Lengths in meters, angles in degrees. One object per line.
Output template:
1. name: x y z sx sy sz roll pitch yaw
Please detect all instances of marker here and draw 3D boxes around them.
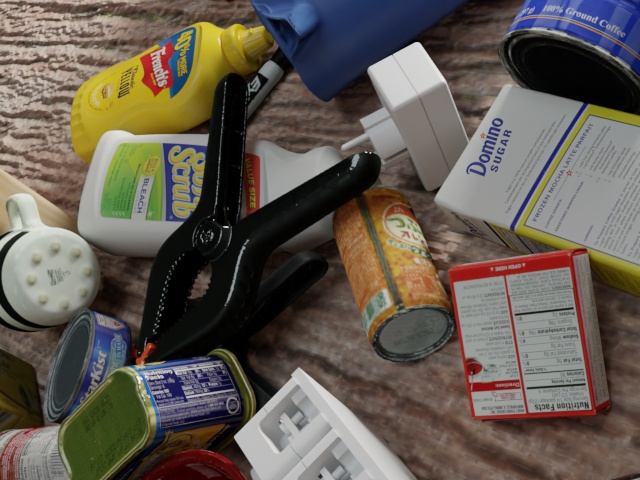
1. marker: -0.055 -0.116 0.863 0.121 0.020 0.020 -51 44 -2

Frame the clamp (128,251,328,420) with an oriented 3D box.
1. clamp: -0.064 0.083 0.725 0.172 0.039 0.120 -22 52 36

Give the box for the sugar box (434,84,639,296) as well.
1. sugar box: 0.160 -0.028 0.619 0.176 0.048 0.093 24 79 47

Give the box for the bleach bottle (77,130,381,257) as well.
1. bleach bottle: -0.066 -0.038 0.790 0.251 0.068 0.102 -1 67 35

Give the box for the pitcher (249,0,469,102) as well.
1. pitcher: 0.066 -0.220 0.773 0.243 0.144 0.149 -31 59 13

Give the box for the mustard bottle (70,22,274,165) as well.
1. mustard bottle: -0.122 -0.132 0.898 0.192 0.058 0.096 -22 46 25

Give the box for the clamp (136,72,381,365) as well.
1. clamp: -0.055 0.001 0.703 0.165 0.036 0.210 26 91 44

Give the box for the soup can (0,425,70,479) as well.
1. soup can: -0.179 0.161 0.741 0.102 0.068 0.068 -12 56 32

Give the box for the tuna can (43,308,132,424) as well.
1. tuna can: -0.170 0.095 0.781 0.086 0.033 0.086 -43 36 42

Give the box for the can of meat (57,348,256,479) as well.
1. can of meat: -0.105 0.116 0.676 0.102 0.083 0.057 -45 63 34

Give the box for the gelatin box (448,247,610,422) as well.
1. gelatin box: 0.115 0.053 0.585 0.073 0.030 0.089 -10 89 34
